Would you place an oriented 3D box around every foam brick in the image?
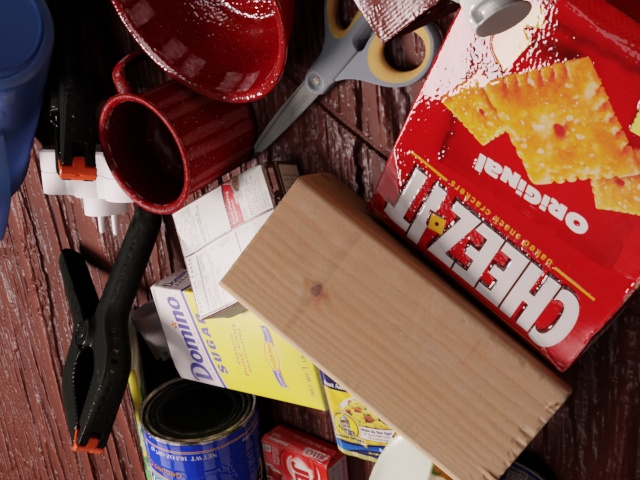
[{"bbox_3d":[0.059,-0.152,0.596,0.053,0.078,0.051,-29,92,48],"label":"foam brick"}]

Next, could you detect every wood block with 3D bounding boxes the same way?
[{"bbox_3d":[0.051,0.055,0.681,0.206,0.090,0.091,39,101,7],"label":"wood block"}]

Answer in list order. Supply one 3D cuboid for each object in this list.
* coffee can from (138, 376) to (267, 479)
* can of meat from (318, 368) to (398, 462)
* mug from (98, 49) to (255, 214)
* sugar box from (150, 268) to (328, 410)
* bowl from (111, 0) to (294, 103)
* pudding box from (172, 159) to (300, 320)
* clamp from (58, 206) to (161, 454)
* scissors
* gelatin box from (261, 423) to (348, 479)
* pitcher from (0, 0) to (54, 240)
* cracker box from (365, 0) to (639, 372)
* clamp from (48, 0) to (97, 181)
[{"bbox_3d":[-0.099,0.203,0.946,0.103,0.102,0.140,16,125,36],"label":"coffee can"},{"bbox_3d":[0.050,0.118,0.789,0.102,0.057,0.084,8,121,40],"label":"can of meat"},{"bbox_3d":[-0.109,-0.088,0.790,0.093,0.081,0.117,-28,94,48],"label":"mug"},{"bbox_3d":[-0.059,0.078,0.873,0.177,0.048,0.093,3,115,41],"label":"sugar box"},{"bbox_3d":[-0.072,-0.173,0.708,0.162,0.055,0.162,29,145,22],"label":"bowl"},{"bbox_3d":[-0.055,0.001,0.796,0.114,0.039,0.090,-27,75,41],"label":"pudding box"},{"bbox_3d":[-0.199,0.081,0.942,0.165,0.036,0.210,-14,66,52],"label":"clamp"},{"bbox_3d":[0.017,-0.102,0.713,0.096,0.016,0.202,42,137,15],"label":"scissors"},{"bbox_3d":[-0.011,0.210,0.922,0.073,0.030,0.089,16,125,35],"label":"gelatin box"},{"bbox_3d":[-0.283,-0.109,0.862,0.149,0.145,0.243,32,153,-10],"label":"pitcher"},{"bbox_3d":[0.133,-0.051,0.594,0.164,0.072,0.214,41,137,17],"label":"cracker box"},{"bbox_3d":[-0.197,-0.101,0.846,0.120,0.039,0.171,105,160,-52],"label":"clamp"}]
